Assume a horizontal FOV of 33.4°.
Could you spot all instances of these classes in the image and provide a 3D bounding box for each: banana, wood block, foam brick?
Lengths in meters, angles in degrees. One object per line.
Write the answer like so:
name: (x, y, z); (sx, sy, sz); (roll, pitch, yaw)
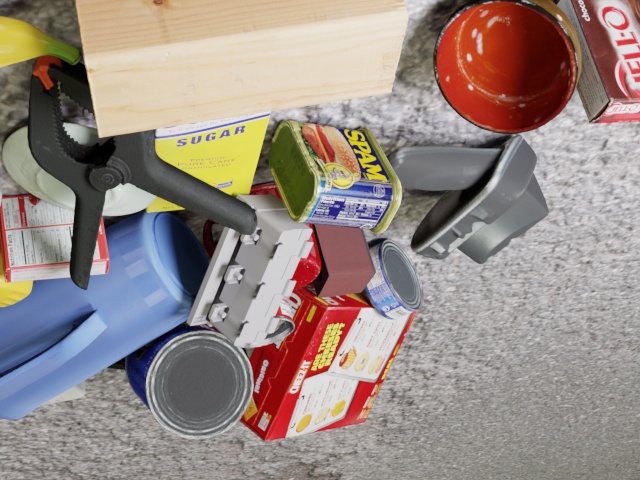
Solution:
banana: (-0.254, -0.104, 0.735); (0.198, 0.037, 0.069); (-25, 111, 32)
wood block: (-0.056, -0.144, 0.719); (0.206, 0.091, 0.090); (-10, 153, -10)
foam brick: (0.017, 0.012, 1.092); (0.051, 0.078, 0.053); (-7, 154, -20)

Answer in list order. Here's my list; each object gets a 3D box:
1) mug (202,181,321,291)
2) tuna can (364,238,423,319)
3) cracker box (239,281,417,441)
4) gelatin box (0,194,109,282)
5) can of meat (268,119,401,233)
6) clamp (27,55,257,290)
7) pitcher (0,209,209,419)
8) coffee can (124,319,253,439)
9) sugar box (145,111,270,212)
mug: (-0.057, 0.001, 1.025); (0.117, 0.081, 0.093); (2, 150, -31)
tuna can: (0.078, 0.044, 1.179); (0.034, 0.086, 0.086); (-26, 152, 25)
cracker box: (0.007, 0.129, 1.203); (0.213, 0.072, 0.164); (6, 112, -58)
gelatin box: (-0.234, -0.004, 0.930); (0.089, 0.073, 0.030); (-6, 153, -18)
can of meat: (0.010, -0.056, 0.920); (0.083, 0.102, 0.058); (4, 132, -29)
clamp: (-0.149, -0.056, 0.814); (0.164, 0.036, 0.210); (-13, 129, 7)
pitcher: (-0.229, 0.071, 1.011); (0.243, 0.149, 0.144); (-27, 152, 18)
coffee can: (-0.133, 0.131, 1.055); (0.102, 0.103, 0.140); (-6, -176, -18)
sugar box: (-0.095, -0.087, 0.867); (0.093, 0.048, 0.176); (-7, 155, -16)
